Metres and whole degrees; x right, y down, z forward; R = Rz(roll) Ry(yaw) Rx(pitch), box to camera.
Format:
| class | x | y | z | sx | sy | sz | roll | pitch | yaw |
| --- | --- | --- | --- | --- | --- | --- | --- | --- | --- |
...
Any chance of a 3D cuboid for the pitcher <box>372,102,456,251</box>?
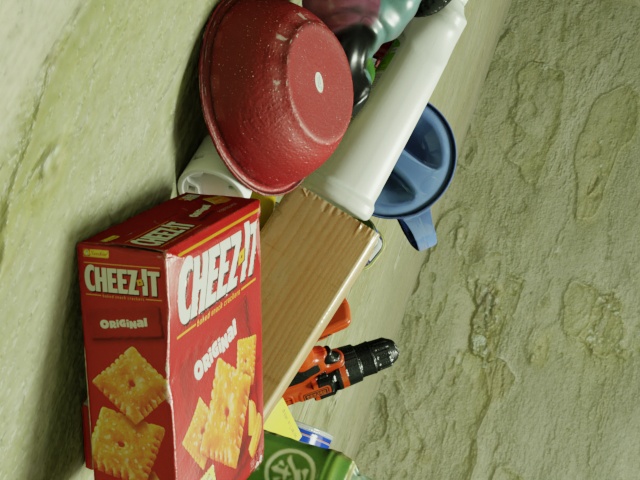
| class | x | y | z | sx | sy | sz | roll | pitch | yaw |
| --- | --- | --- | --- | --- | --- | --- | --- | --- | --- |
| pitcher | 0.077 | -0.079 | 1.219 | 0.243 | 0.145 | 0.149 | -143 | -107 | -90 |

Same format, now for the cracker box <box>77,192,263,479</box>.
| class | x | y | z | sx | sy | sz | roll | pitch | yaw |
| --- | --- | --- | --- | --- | --- | --- | --- | --- | --- |
| cracker box | -0.095 | 0.087 | 0.751 | 0.164 | 0.072 | 0.214 | -39 | 131 | -67 |

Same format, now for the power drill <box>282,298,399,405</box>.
| class | x | y | z | sx | sy | sz | roll | pitch | yaw |
| --- | --- | --- | --- | --- | --- | --- | --- | --- | --- |
| power drill | 0.006 | 0.131 | 1.290 | 0.187 | 0.184 | 0.057 | 79 | -11 | -56 |

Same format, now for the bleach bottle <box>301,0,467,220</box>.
| class | x | y | z | sx | sy | sz | roll | pitch | yaw |
| --- | --- | --- | --- | --- | --- | --- | --- | --- | --- |
| bleach bottle | 0.074 | -0.144 | 1.032 | 0.251 | 0.068 | 0.103 | -59 | -165 | 0 |

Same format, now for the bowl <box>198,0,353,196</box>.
| class | x | y | z | sx | sy | sz | roll | pitch | yaw |
| --- | --- | --- | --- | --- | --- | --- | --- | --- | --- |
| bowl | -0.021 | -0.115 | 0.809 | 0.161 | 0.055 | 0.162 | 9 | 79 | -56 |

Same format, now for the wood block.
| class | x | y | z | sx | sy | sz | roll | pitch | yaw |
| --- | --- | --- | --- | --- | --- | --- | --- | --- | --- |
| wood block | -0.042 | 0.065 | 0.938 | 0.206 | 0.091 | 0.090 | -57 | 175 | -11 |
